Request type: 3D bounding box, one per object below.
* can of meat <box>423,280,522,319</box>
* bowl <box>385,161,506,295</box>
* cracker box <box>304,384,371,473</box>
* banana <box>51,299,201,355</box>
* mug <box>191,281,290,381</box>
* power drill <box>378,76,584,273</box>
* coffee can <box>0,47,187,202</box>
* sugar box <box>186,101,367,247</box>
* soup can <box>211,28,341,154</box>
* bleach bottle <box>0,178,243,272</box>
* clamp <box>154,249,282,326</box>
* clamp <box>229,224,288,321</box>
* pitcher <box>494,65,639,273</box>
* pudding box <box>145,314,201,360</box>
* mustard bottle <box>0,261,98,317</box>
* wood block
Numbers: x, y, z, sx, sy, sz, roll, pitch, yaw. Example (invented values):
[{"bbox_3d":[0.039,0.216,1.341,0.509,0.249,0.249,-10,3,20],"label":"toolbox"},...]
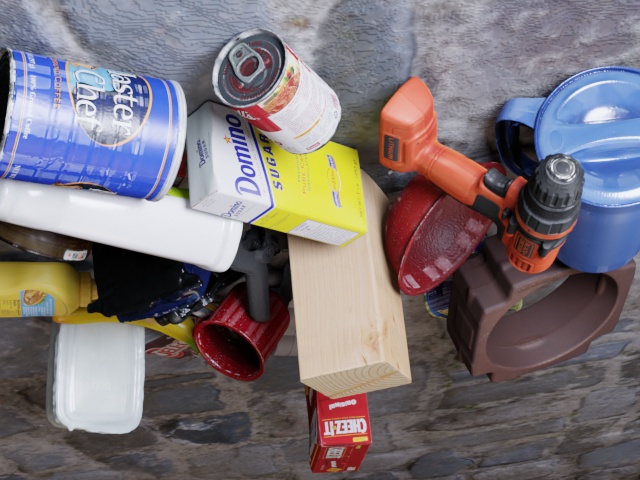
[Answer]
[{"bbox_3d":[0.193,0.068,1.362,0.101,0.057,0.084,17,149,-42],"label":"can of meat"},{"bbox_3d":[0.116,-0.024,1.079,0.162,0.055,0.162,-38,151,-26],"label":"bowl"},{"bbox_3d":[0.013,0.178,1.377,0.072,0.214,0.164,-3,157,-5],"label":"cracker box"},{"bbox_3d":[-0.235,0.094,1.323,0.197,0.070,0.037,14,113,-23],"label":"banana"},{"bbox_3d":[-0.097,0.102,1.243,0.117,0.081,0.093,-2,127,36],"label":"mug"},{"bbox_3d":[0.137,-0.060,0.917,0.057,0.188,0.184,-46,163,-17],"label":"power drill"},{"bbox_3d":[-0.191,-0.091,0.858,0.140,0.103,0.103,8,153,-27],"label":"coffee can"},{"bbox_3d":[-0.038,-0.058,0.978,0.175,0.093,0.048,15,147,-40],"label":"sugar box"},{"bbox_3d":[-0.033,-0.119,0.871,0.069,0.068,0.102,-16,155,23],"label":"soup can"},{"bbox_3d":[-0.198,-0.028,0.930,0.250,0.068,0.103,11,-173,-36],"label":"bleach bottle"},{"bbox_3d":[-0.149,0.065,1.236,0.164,0.036,0.210,-35,-176,-37],"label":"clamp"},{"bbox_3d":[-0.058,0.001,1.146,0.039,0.120,0.171,23,155,31],"label":"clamp"},{"bbox_3d":[0.260,-0.058,1.022,0.145,0.149,0.242,-23,158,1],"label":"pitcher"},{"bbox_3d":[-0.185,0.127,1.439,0.089,0.039,0.114,15,150,-38],"label":"pudding box"},{"bbox_3d":[-0.339,0.056,1.219,0.191,0.058,0.096,1,153,-13],"label":"mustard bottle"},{"bbox_3d":[0.027,0.044,1.085,0.091,0.206,0.090,-14,155,18],"label":"wood block"}]
